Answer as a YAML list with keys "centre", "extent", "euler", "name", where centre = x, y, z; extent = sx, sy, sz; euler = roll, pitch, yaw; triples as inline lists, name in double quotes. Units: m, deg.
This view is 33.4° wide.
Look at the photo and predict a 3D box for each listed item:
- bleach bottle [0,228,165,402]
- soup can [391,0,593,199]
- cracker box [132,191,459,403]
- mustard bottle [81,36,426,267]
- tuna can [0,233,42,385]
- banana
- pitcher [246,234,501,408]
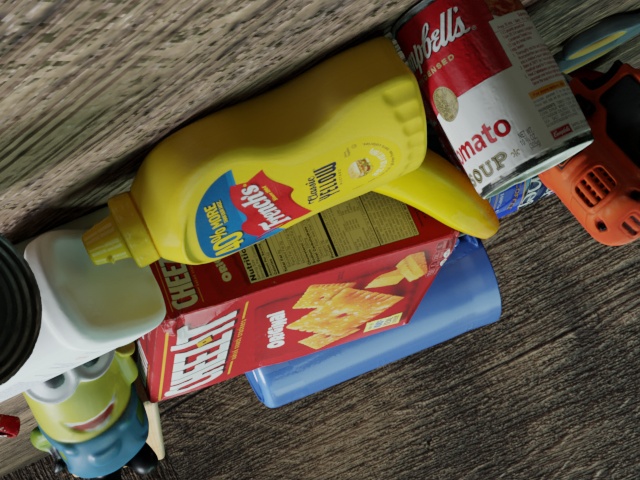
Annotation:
- centre: [-0.216, 0.078, 0.627]
  extent: [0.251, 0.068, 0.102]
  euler: [-29, 171, 20]
  name: "bleach bottle"
- centre: [0.091, -0.081, 0.563]
  extent: [0.068, 0.102, 0.068]
  euler: [-27, 174, -3]
  name: "soup can"
- centre: [-0.025, 0.032, 0.747]
  extent: [0.213, 0.072, 0.164]
  euler: [-16, 157, -18]
  name: "cracker box"
- centre: [-0.038, -0.036, 0.576]
  extent: [0.191, 0.058, 0.096]
  euler: [-25, 154, -7]
  name: "mustard bottle"
- centre: [-0.170, 0.032, 0.472]
  extent: [0.085, 0.086, 0.034]
  euler: [-22, 173, -42]
  name: "tuna can"
- centre: [0.020, -0.037, 0.658]
  extent: [0.197, 0.070, 0.037]
  euler: [1, -166, -16]
  name: "banana"
- centre: [0.037, 0.056, 0.994]
  extent: [0.242, 0.149, 0.145]
  euler: [-24, -157, -11]
  name: "pitcher"
